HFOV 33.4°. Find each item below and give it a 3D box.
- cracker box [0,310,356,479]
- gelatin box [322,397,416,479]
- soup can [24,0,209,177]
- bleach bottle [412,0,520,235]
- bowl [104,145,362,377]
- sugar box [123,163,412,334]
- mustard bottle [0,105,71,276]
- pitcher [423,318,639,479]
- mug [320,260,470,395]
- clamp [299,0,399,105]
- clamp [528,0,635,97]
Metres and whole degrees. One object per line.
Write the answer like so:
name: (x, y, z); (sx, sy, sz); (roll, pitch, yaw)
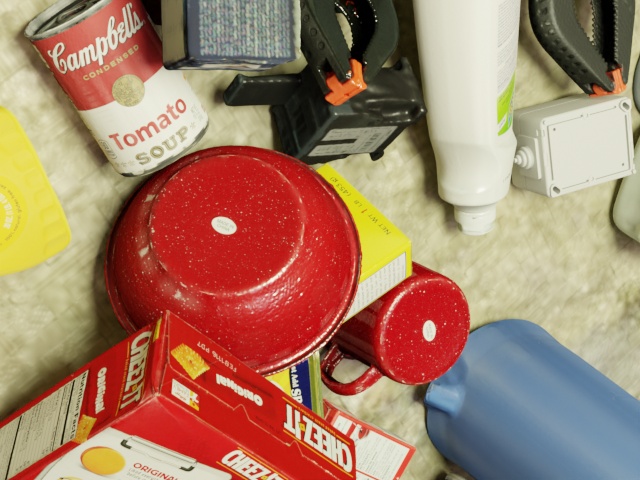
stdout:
cracker box: (-0.109, 0.151, 0.640); (0.214, 0.072, 0.164); (-34, 125, 25)
gelatin box: (0.019, 0.169, 0.807); (0.089, 0.030, 0.073); (31, 88, -32)
soup can: (-0.119, -0.097, 0.633); (0.068, 0.069, 0.102); (-39, 119, -16)
bleach bottle: (0.103, -0.114, 0.735); (0.102, 0.068, 0.251); (-49, 141, -49)
bowl: (-0.054, 0.001, 0.645); (0.162, 0.162, 0.055); (-39, 161, -16)
sugar box: (-0.036, 0.030, 0.697); (0.176, 0.093, 0.048); (-33, 148, -21)
mustard bottle: (-0.243, 0.004, 0.593); (0.191, 0.058, 0.096); (-30, 121, -20)
pitcher: (0.201, 0.163, 0.784); (0.149, 0.243, 0.145); (-31, 120, -13)
mug: (0.045, 0.062, 0.762); (0.117, 0.082, 0.093); (-47, 121, -12)
clamp: (0.006, -0.170, 0.670); (0.120, 0.039, 0.171); (20, 58, -23)
clamp: (0.172, -0.203, 0.773); (0.164, 0.036, 0.210); (-19, 101, -28)
